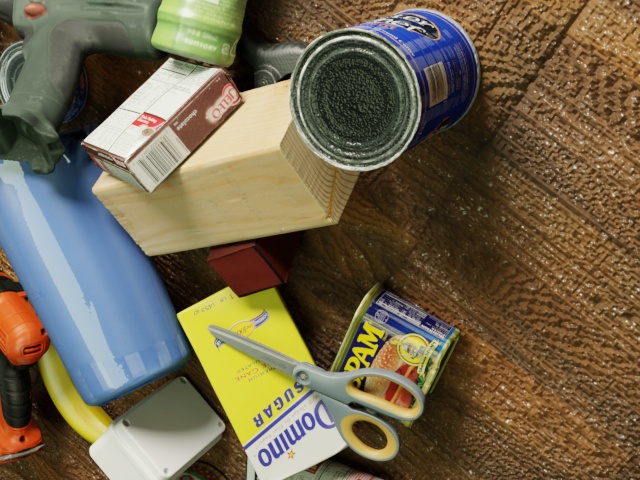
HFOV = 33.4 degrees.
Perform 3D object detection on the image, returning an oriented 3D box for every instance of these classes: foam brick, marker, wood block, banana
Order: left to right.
[{"bbox_3d":[-0.256,0.144,1.112,0.070,0.037,0.198,-32,92,14],"label":"banana"},{"bbox_3d":[-0.077,-0.058,0.893,0.207,0.090,0.090,-9,131,36],"label":"wood block"},{"bbox_3d":[-0.066,0.235,1.054,0.020,0.020,0.121,13,112,22],"label":"marker"},{"bbox_3d":[-0.056,0.001,0.931,0.053,0.078,0.051,-19,126,28],"label":"foam brick"}]

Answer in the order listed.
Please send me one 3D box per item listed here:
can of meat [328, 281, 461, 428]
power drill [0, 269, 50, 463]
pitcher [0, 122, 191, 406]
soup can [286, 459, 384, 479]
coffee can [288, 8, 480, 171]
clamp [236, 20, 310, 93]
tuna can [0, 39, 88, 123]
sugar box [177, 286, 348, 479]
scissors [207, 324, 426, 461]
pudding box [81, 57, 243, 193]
[{"bbox_3d":[0.063,0.101,0.926,0.084,0.057,0.102,28,117,12],"label":"can of meat"},{"bbox_3d":[-0.336,0.121,1.109,0.185,0.057,0.188,39,133,44],"label":"power drill"},{"bbox_3d":[-0.221,0.027,0.989,0.145,0.149,0.243,-25,88,1],"label":"pitcher"},{"bbox_3d":[0.017,0.243,0.988,0.102,0.068,0.068,15,112,22],"label":"soup can"},{"bbox_3d":[0.052,-0.117,0.810,0.103,0.140,0.103,8,110,24],"label":"coffee can"},{"bbox_3d":[-0.045,-0.146,0.910,0.172,0.039,0.120,9,114,22],"label":"clamp"},{"bbox_3d":[-0.266,-0.151,1.019,0.086,0.033,0.086,8,110,24],"label":"tuna can"},{"bbox_3d":[-0.049,0.124,0.963,0.093,0.048,0.176,-28,84,-2],"label":"sugar box"},{"bbox_3d":[-0.007,0.134,0.925,0.202,0.016,0.096,10,114,20],"label":"scissors"},{"bbox_3d":[-0.130,-0.097,0.872,0.090,0.113,0.039,23,154,52],"label":"pudding box"}]
